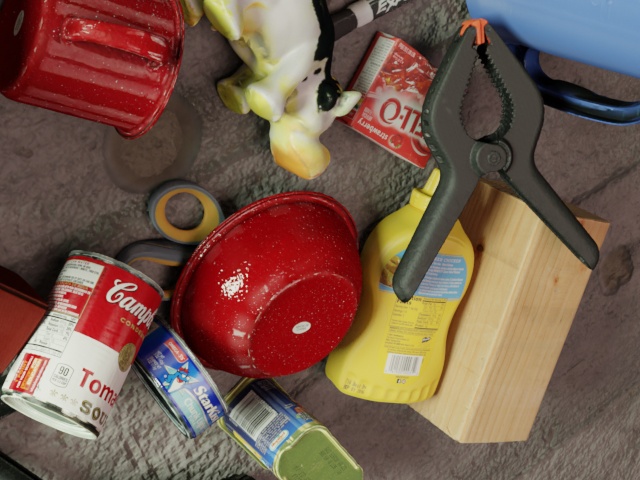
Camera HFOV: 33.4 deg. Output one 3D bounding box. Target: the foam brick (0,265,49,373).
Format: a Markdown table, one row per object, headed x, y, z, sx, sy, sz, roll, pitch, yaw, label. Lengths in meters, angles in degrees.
| x | y | z | sx | sy | sz | roll | pitch | yaw | label |
| --- | --- | --- | --- | --- | --- | --- | --- | --- | --- |
| -0.217 | 0.037 | 0.647 | 0.078 | 0.053 | 0.051 | 33 | 90 | -41 | foam brick |

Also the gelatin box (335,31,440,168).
| x | y | z | sx | sy | sz | roll | pitch | yaw | label |
| --- | --- | --- | --- | --- | --- | --- | --- | --- | --- |
| 0.062 | -0.104 | 0.805 | 0.089 | 0.030 | 0.073 | 26 | 94 | -41 | gelatin box |

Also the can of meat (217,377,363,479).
| x | y | z | sx | sy | sz | roll | pitch | yaw | label |
| --- | --- | --- | --- | --- | --- | --- | --- | --- | --- |
| -0.022 | 0.161 | 0.835 | 0.057 | 0.084 | 0.102 | -46 | 131 | -10 | can of meat |

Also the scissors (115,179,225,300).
| x | y | z | sx | sy | sz | roll | pitch | yaw | label |
| --- | --- | --- | --- | --- | --- | --- | --- | --- | --- |
| -0.055 | 0.001 | 0.777 | 0.201 | 0.016 | 0.096 | -4 | 115 | -36 | scissors |

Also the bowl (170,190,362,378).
| x | y | z | sx | sy | sz | roll | pitch | yaw | label |
| --- | --- | --- | --- | --- | --- | --- | --- | --- | --- |
| -0.026 | 0.046 | 0.775 | 0.161 | 0.055 | 0.162 | -21 | 134 | -24 | bowl |

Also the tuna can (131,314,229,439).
| x | y | z | sx | sy | sz | roll | pitch | yaw | label |
| --- | --- | --- | --- | --- | --- | --- | --- | --- | --- |
| -0.102 | 0.095 | 0.741 | 0.033 | 0.086 | 0.086 | -37 | 129 | -16 | tuna can |

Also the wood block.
| x | y | z | sx | sy | sz | roll | pitch | yaw | label |
| --- | --- | --- | --- | --- | --- | --- | --- | --- | --- |
| 0.153 | 0.061 | 0.914 | 0.090 | 0.091 | 0.206 | 7 | 107 | -39 | wood block |

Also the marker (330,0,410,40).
| x | y | z | sx | sy | sz | roll | pitch | yaw | label |
| --- | --- | --- | --- | --- | --- | --- | --- | --- | --- |
| 0.047 | -0.173 | 0.767 | 0.121 | 0.020 | 0.020 | -32 | 127 | -21 | marker |

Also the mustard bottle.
| x | y | z | sx | sy | sz | roll | pitch | yaw | label |
| --- | --- | --- | --- | --- | --- | --- | --- | --- | --- |
| 0.073 | 0.034 | 0.861 | 0.096 | 0.058 | 0.192 | 9 | 106 | -26 | mustard bottle |

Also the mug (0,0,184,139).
| x | y | z | sx | sy | sz | roll | pitch | yaw | label |
| --- | --- | --- | --- | --- | --- | --- | --- | --- | --- |
| -0.129 | -0.110 | 0.603 | 0.081 | 0.117 | 0.093 | 12 | 92 | -35 | mug |

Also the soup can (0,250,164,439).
| x | y | z | sx | sy | sz | roll | pitch | yaw | label |
| --- | --- | --- | --- | --- | --- | --- | --- | --- | --- |
| -0.151 | 0.066 | 0.679 | 0.068 | 0.069 | 0.102 | 43 | 60 | -42 | soup can |

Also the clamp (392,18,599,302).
| x | y | z | sx | sy | sz | roll | pitch | yaw | label |
| --- | --- | --- | --- | --- | --- | --- | --- | --- | --- |
| 0.134 | -0.060 | 0.802 | 0.164 | 0.036 | 0.210 | -3 | 101 | -11 | clamp |
